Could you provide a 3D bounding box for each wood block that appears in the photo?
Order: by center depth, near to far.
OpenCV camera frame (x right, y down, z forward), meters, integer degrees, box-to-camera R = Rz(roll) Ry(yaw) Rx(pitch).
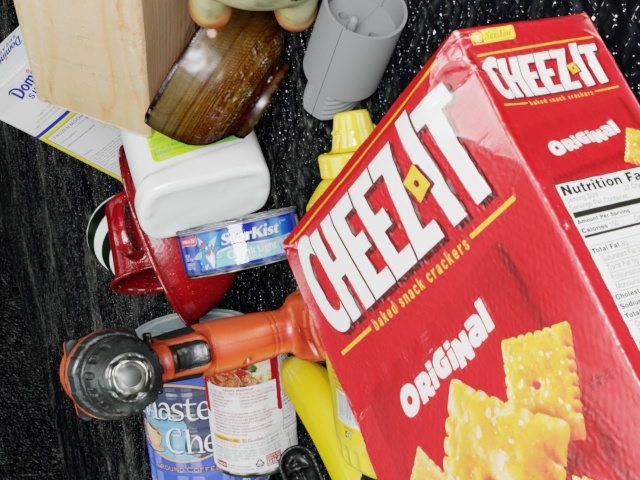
[{"bbox_3d":[-0.135,-0.166,0.675,0.206,0.090,0.090,104,-175,-65],"label":"wood block"}]

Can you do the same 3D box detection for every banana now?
[{"bbox_3d":[0.014,0.138,0.699,0.070,0.037,0.198,102,149,-44],"label":"banana"}]

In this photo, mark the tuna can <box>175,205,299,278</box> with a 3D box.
[{"bbox_3d":[-0.055,0.001,0.737,0.086,0.086,0.034,176,81,-69],"label":"tuna can"}]

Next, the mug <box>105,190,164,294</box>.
[{"bbox_3d":[-0.159,-0.004,0.981,0.117,0.093,0.081,26,-130,-66],"label":"mug"}]

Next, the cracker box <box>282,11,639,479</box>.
[{"bbox_3d":[0.076,0.052,0.396,0.164,0.072,0.214,-49,59,53],"label":"cracker box"}]

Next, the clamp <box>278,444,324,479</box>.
[{"bbox_3d":[0.020,0.224,0.679,0.120,0.039,0.171,-118,6,-68],"label":"clamp"}]

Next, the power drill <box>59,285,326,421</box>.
[{"bbox_3d":[-0.062,0.064,0.647,0.185,0.187,0.057,168,92,-71],"label":"power drill"}]

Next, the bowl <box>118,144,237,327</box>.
[{"bbox_3d":[-0.107,-0.011,0.865,0.162,0.055,0.162,-24,-88,-89],"label":"bowl"}]

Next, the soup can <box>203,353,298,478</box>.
[{"bbox_3d":[-0.055,0.123,0.826,0.069,0.068,0.102,-150,52,-63],"label":"soup can"}]

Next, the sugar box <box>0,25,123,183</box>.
[{"bbox_3d":[-0.193,-0.116,0.889,0.176,0.093,0.048,33,-154,-50],"label":"sugar box"}]

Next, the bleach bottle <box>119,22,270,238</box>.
[{"bbox_3d":[-0.122,-0.125,0.821,0.068,0.102,0.251,96,155,-56],"label":"bleach bottle"}]

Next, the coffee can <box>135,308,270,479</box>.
[{"bbox_3d":[-0.101,0.140,0.905,0.103,0.102,0.140,-152,54,-64],"label":"coffee can"}]

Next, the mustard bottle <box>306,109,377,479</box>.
[{"bbox_3d":[0.029,0.026,0.570,0.096,0.058,0.191,-168,68,-69],"label":"mustard bottle"}]
